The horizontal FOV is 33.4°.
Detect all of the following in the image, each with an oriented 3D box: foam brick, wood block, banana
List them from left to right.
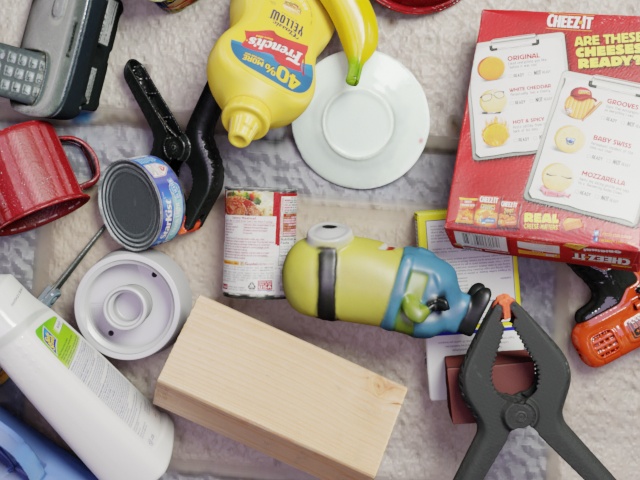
[{"bbox_3d":[-0.039,0.142,0.973,0.206,0.090,0.090,24,65,-1],"label":"wood block"},{"bbox_3d":[-0.004,-0.233,0.943,0.037,0.069,0.198,-32,96,41],"label":"banana"},{"bbox_3d":[0.152,0.131,0.958,0.078,0.051,0.053,-5,96,2],"label":"foam brick"}]

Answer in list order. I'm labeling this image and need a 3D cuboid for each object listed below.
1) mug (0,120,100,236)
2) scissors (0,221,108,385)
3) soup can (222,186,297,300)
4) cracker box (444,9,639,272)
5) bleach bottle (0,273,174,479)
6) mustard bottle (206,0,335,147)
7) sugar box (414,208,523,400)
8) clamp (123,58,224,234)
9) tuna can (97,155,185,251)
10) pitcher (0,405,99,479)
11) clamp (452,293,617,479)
[{"bbox_3d":[-0.261,-0.063,0.988,0.117,0.093,0.081,-22,87,-29],"label":"mug"},{"bbox_3d":[-0.263,0.066,1.016,0.016,0.096,0.201,35,62,5],"label":"scissors"},{"bbox_3d":[-0.056,0.001,0.990,0.068,0.068,0.102,2,93,1],"label":"soup can"},{"bbox_3d":[0.208,-0.089,0.932,0.164,0.072,0.213,7,73,17],"label":"cracker box"},{"bbox_3d":[-0.232,0.113,0.947,0.068,0.102,0.250,-34,110,8],"label":"bleach bottle"},{"bbox_3d":[-0.048,-0.154,0.932,0.096,0.058,0.191,29,50,-17],"label":"mustard bottle"},{"bbox_3d":[0.140,0.058,1.001,0.093,0.048,0.176,-4,97,2],"label":"sugar box"},{"bbox_3d":[-0.119,-0.094,0.987,0.120,0.039,0.171,-7,97,35],"label":"clamp"},{"bbox_3d":[-0.165,-0.035,0.986,0.086,0.033,0.086,13,110,37],"label":"tuna can"},{"bbox_3d":[-0.304,0.212,0.971,0.243,0.149,0.145,32,93,-4],"label":"pitcher"},{"bbox_3d":[0.180,0.150,0.914,0.164,0.036,0.210,-1,96,2],"label":"clamp"}]
